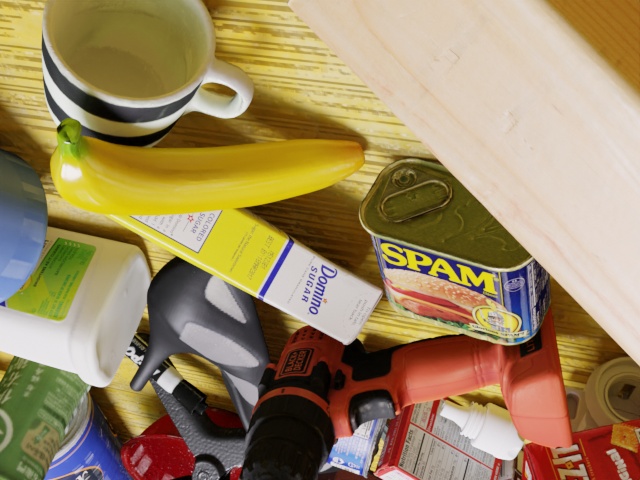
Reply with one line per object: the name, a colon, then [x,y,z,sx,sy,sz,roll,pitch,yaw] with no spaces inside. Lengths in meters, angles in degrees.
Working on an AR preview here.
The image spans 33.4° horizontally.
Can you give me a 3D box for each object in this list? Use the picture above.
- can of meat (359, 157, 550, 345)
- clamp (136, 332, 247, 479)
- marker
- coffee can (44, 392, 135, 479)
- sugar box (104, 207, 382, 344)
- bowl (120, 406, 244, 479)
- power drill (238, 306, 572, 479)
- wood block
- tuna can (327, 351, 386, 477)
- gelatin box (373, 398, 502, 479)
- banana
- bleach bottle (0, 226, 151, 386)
can of meat: [0.079,0.009,0.603,0.102,0.057,0.084,17,149,25]
clamp: [-0.095,0.190,0.845,0.210,0.164,0.036,28,-171,12]
marker: [-0.134,0.092,0.828,0.121,0.020,0.020,39,146,11]
coffee can: [-0.237,0.196,0.982,0.103,0.102,0.140,7,142,20]
sugar box: [-0.054,0.001,0.646,0.176,0.048,0.093,32,179,-10]
bowl: [-0.092,0.193,0.943,0.162,0.055,0.162,14,144,10]
power drill: [0.050,0.095,0.633,0.188,0.184,0.057,-8,112,12]
wood block: [0.101,-0.063,0.419,0.206,0.090,0.090,46,142,2]
tuna can: [0.030,0.123,0.760,0.034,0.086,0.086,17,145,8]
gelatin box: [0.089,0.158,0.787,0.089,0.073,0.030,31,143,-14]
banana: [-0.064,-0.035,0.557,0.197,0.037,0.070,-3,172,-45]
bleach bottle: [-0.255,0.028,0.769,0.251,0.102,0.068,11,145,13]
